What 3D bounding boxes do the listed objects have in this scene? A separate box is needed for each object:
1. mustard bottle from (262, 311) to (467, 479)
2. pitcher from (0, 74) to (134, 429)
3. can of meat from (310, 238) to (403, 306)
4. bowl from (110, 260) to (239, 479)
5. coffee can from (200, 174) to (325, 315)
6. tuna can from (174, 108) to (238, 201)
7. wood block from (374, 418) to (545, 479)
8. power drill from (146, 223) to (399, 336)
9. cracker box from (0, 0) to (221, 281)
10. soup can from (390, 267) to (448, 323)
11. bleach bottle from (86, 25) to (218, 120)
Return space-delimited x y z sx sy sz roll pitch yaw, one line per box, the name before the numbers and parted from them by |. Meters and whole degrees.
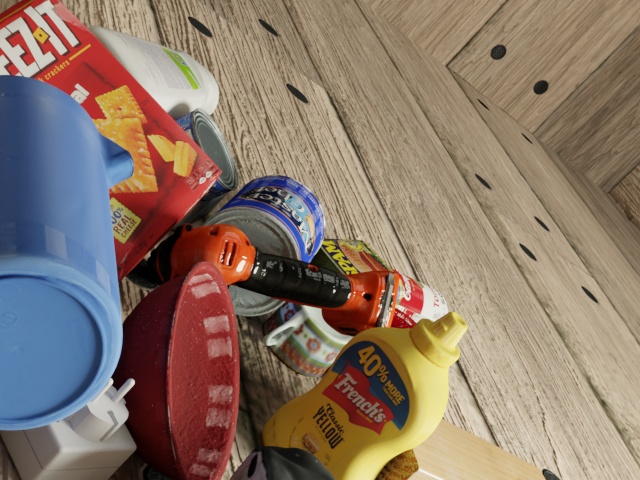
mustard bottle | 0.042 0.125 0.827 0.058 0.192 0.096 18 32 -51
pitcher | -0.195 0.003 0.638 0.144 0.149 0.243 40 11 -30
can of meat | 0.027 0.041 1.142 0.083 0.057 0.102 2 35 -41
bowl | -0.103 0.095 0.740 0.162 0.055 0.162 -1 90 -79
coffee can | -0.057 0.001 1.027 0.103 0.103 0.140 42 19 -3
tuna can | -0.114 -0.081 1.022 0.086 0.034 0.086 60 15 -27
wood block | 0.110 0.220 0.917 0.205 0.091 0.090 30 23 -33
power drill | -0.044 0.035 0.890 0.187 0.057 0.185 15 -8 -21
cracker box | -0.202 -0.077 0.843 0.213 0.072 0.164 47 43 -8
soup can | 0.092 0.074 1.224 0.102 0.069 0.068 26 26 -42
bleach bottle | -0.159 -0.151 1.066 0.102 0.068 0.250 56 17 7
